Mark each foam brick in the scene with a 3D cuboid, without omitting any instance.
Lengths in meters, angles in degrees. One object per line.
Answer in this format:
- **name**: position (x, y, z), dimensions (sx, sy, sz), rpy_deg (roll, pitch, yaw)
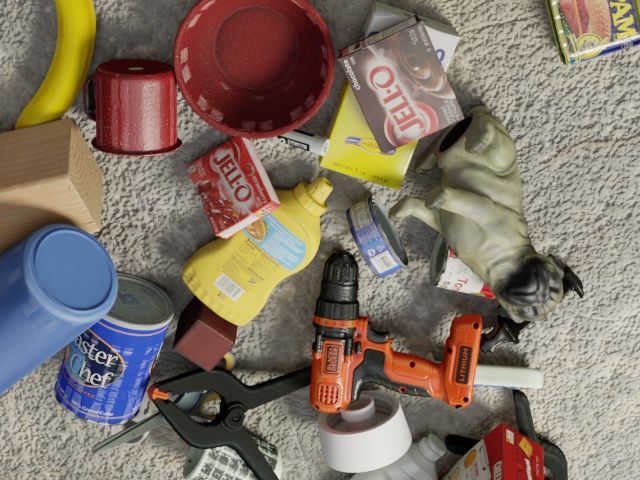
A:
- **foam brick**: position (-0.129, 0.099, 1.207), dimensions (0.051, 0.078, 0.053), rpy_deg (35, 113, -17)

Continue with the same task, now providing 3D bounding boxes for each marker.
- **marker**: position (-0.049, -0.115, 1.113), dimensions (0.121, 0.020, 0.020), rpy_deg (20, 116, 16)

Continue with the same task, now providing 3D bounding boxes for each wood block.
- **wood block**: position (-0.342, -0.047, 1.114), dimensions (0.206, 0.090, 0.091), rpy_deg (-12, 140, 5)

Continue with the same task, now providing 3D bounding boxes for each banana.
- **banana**: position (-0.267, -0.189, 1.091), dimensions (0.070, 0.037, 0.198), rpy_deg (20, 114, 11)

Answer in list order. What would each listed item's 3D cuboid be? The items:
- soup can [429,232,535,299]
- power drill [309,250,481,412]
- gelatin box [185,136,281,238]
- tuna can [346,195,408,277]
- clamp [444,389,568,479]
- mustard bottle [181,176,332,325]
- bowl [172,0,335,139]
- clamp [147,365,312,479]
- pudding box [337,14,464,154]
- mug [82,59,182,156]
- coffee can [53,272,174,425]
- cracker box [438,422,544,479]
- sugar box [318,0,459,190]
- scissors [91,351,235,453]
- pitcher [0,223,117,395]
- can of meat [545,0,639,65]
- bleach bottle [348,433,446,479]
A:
- **soup can**: position (0.178, 0.027, 1.178), dimensions (0.102, 0.068, 0.068), rpy_deg (12, 115, -7)
- **power drill**: position (0.083, 0.110, 1.200), dimensions (0.187, 0.057, 0.184), rpy_deg (6, 98, 5)
- **gelatin box**: position (-0.093, -0.058, 1.131), dimensions (0.073, 0.030, 0.089), rpy_deg (-30, 72, 15)
- **tuna can**: position (0.061, -0.004, 1.153), dimensions (0.034, 0.086, 0.086), rpy_deg (-26, 113, 13)
- **clamp**: position (0.238, 0.267, 1.314), dimensions (0.120, 0.039, 0.171), rpy_deg (-29, 110, 25)
- **mustard bottle**: position (-0.058, 0.001, 1.170), dimensions (0.096, 0.058, 0.192), rpy_deg (42, 109, -12)
- **bowl**: position (-0.066, -0.187, 1.079), dimensions (0.162, 0.055, 0.162), rpy_deg (0, 116, 0)
- **clamp**: position (-0.099, 0.211, 1.227), dimensions (0.209, 0.036, 0.164), rpy_deg (12, 85, -22)
- **pudding box**: position (0.079, -0.154, 1.056), dimensions (0.090, 0.039, 0.113), rpy_deg (-23, 111, 10)
- **mug**: position (-0.197, -0.140, 1.092), dimensions (0.117, 0.093, 0.081), rpy_deg (17, 115, 32)
- **coffee can**: position (-0.234, 0.122, 1.203), dimensions (0.102, 0.103, 0.140), rpy_deg (18, 115, -9)
- **cracker box**: position (0.175, 0.343, 1.256), dimensions (0.072, 0.164, 0.214), rpy_deg (30, 125, -13)
- **sugar box**: position (0.068, -0.148, 1.105), dimensions (0.093, 0.048, 0.176), rpy_deg (16, 116, -8)
- **scissors**: position (-0.169, 0.180, 1.227), dimensions (0.201, 0.016, 0.096), rpy_deg (-6, 103, -34)
- **pitcher**: position (-0.328, 0.074, 1.111), dimensions (0.243, 0.149, 0.145), rpy_deg (-31, 101, 39)
- **can of meat**: position (0.271, -0.232, 1.060), dimensions (0.084, 0.057, 0.102), rpy_deg (-16, 114, 10)
- **bleach bottle**: position (0.068, 0.338, 1.334), dimensions (0.102, 0.068, 0.251), rpy_deg (38, 108, -15)
